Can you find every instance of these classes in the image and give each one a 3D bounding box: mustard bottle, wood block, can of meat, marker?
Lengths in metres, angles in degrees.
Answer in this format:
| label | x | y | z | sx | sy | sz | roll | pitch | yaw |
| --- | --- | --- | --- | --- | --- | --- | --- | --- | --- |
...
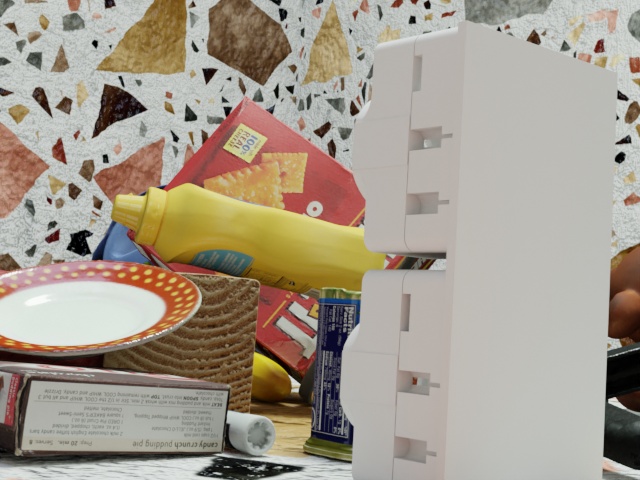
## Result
| label | x | y | z | sx | sy | sz | roll | pitch | yaw |
| --- | --- | --- | --- | --- | --- | --- | --- | --- | --- |
| mustard bottle | -0.055 | 0.000 | 0.766 | 0.191 | 0.058 | 0.096 | 14 | -12 | -15 |
| wood block | -0.098 | 0.070 | 0.725 | 0.090 | 0.091 | 0.206 | 4 | -4 | -9 |
| can of meat | 0.043 | 0.070 | 0.558 | 0.101 | 0.084 | 0.058 | 7 | -6 | -36 |
| marker | -0.063 | 0.096 | 0.564 | 0.020 | 0.020 | 0.121 | 6 | -5 | -34 |

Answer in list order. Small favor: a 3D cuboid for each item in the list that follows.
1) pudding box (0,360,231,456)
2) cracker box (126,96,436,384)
| label | x | y | z | sx | sy | sz | roll | pitch | yaw |
| --- | --- | --- | --- | --- | --- | --- | --- | --- | --- |
| pudding box | -0.113 | 0.079 | 0.508 | 0.113 | 0.039 | 0.090 | 8 | -6 | -43 |
| cracker box | -0.033 | 0.002 | 0.911 | 0.214 | 0.164 | 0.072 | 37 | -11 | 19 |
